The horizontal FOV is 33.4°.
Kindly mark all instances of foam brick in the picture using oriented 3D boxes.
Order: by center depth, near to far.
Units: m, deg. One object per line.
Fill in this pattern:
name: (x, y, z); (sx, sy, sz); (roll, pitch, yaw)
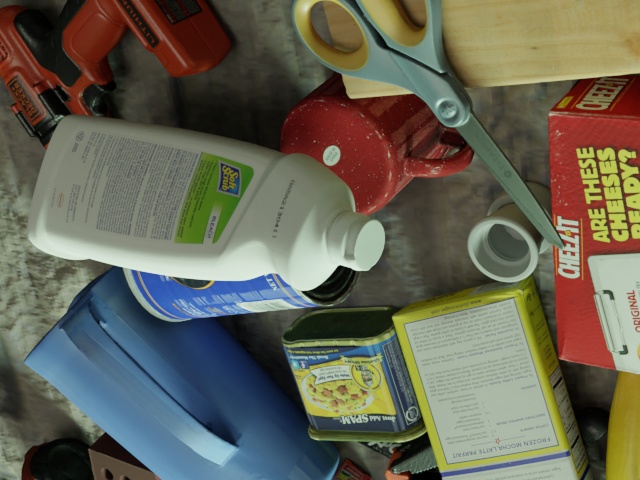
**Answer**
foam brick: (-0.163, 0.205, 0.978); (0.078, 0.051, 0.053); (13, 124, 26)

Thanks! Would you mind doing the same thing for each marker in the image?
marker: (0.048, 0.158, 0.834); (0.121, 0.020, 0.020); (24, 128, 19)

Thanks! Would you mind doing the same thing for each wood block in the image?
wood block: (0.111, -0.139, 0.563); (0.206, 0.090, 0.090); (0, 118, 33)

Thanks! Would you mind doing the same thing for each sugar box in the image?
sugar box: (0.119, 0.119, 0.711); (0.093, 0.048, 0.176); (-15, 95, 26)

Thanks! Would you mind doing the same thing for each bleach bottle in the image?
bleach bottle: (-0.073, -0.014, 0.659); (0.251, 0.068, 0.102); (14, 90, 37)

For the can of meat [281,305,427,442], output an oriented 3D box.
can of meat: (0.028, 0.097, 0.786); (0.102, 0.057, 0.084); (-6, 112, 34)

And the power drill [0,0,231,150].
power drill: (-0.150, -0.116, 0.766); (0.188, 0.057, 0.184); (-28, 101, 41)

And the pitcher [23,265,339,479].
pitcher: (-0.104, 0.127, 0.834); (0.243, 0.149, 0.145); (44, 132, -2)

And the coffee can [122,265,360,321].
coffee can: (-0.055, 0.001, 0.748); (0.141, 0.102, 0.103); (-8, 113, 36)

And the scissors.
scissors: (0.051, -0.073, 0.570); (0.096, 0.016, 0.201); (-13, 111, 40)

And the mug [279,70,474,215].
mug: (0.037, -0.063, 0.663); (0.117, 0.081, 0.093); (19, 126, 22)

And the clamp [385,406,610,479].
clamp: (0.135, 0.176, 0.770); (0.172, 0.039, 0.120); (-7, 109, 27)
